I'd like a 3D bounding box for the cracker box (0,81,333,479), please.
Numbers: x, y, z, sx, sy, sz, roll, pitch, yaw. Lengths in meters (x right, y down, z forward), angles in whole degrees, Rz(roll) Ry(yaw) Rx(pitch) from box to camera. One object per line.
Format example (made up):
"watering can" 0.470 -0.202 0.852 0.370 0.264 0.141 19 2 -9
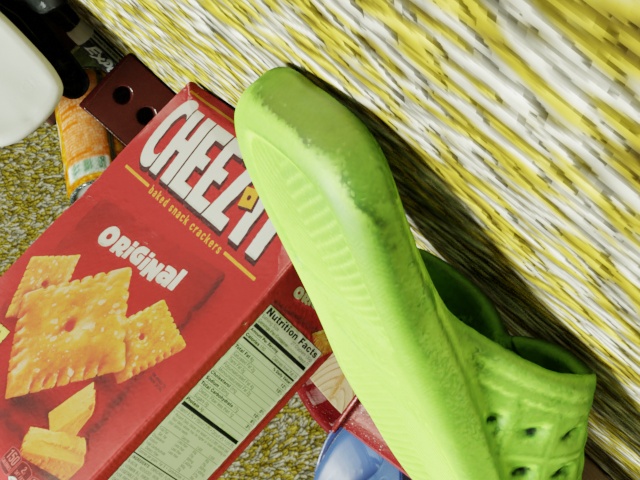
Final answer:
"cracker box" -0.085 0.036 0.548 0.164 0.213 0.072 38 174 45

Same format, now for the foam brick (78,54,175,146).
"foam brick" -0.130 -0.092 0.784 0.078 0.053 0.051 41 177 -16

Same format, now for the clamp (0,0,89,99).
"clamp" -0.223 -0.184 0.747 0.171 0.039 0.120 45 154 6

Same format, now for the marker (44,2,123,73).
"marker" -0.168 -0.144 0.819 0.121 0.020 0.020 44 176 -38

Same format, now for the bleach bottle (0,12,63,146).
"bleach bottle" -0.249 -0.117 0.799 0.102 0.068 0.251 49 170 -13
